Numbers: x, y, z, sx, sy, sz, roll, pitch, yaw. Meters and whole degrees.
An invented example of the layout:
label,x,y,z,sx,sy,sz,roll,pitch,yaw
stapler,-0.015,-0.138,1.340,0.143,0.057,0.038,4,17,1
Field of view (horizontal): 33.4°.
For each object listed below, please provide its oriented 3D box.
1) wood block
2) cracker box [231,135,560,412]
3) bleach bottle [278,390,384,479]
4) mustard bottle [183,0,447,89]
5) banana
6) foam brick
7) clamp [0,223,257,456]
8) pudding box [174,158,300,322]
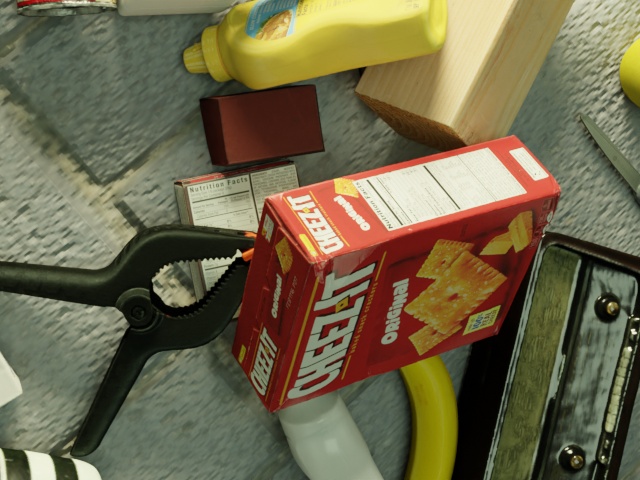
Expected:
label,x,y,z,sx,sy,sz,roll,pitch,yaw
wood block,0.123,-0.173,0.806,0.090,0.091,0.206,32,84,-57
cracker box,0.054,0.025,0.771,0.213,0.072,0.164,-16,142,-28
bleach bottle,0.031,0.210,0.821,0.068,0.103,0.251,-26,98,-10
mustard bottle,-0.009,-0.148,0.758,0.192,0.096,0.058,-10,127,18
banana,0.079,0.156,0.878,0.069,0.037,0.198,-7,98,4
foam brick,-0.043,-0.085,0.793,0.078,0.053,0.051,-10,100,-18
clamp,-0.138,0.041,0.762,0.210,0.036,0.164,-33,106,5
pudding box,-0.055,0.001,0.807,0.090,0.039,0.113,-12,99,-16
